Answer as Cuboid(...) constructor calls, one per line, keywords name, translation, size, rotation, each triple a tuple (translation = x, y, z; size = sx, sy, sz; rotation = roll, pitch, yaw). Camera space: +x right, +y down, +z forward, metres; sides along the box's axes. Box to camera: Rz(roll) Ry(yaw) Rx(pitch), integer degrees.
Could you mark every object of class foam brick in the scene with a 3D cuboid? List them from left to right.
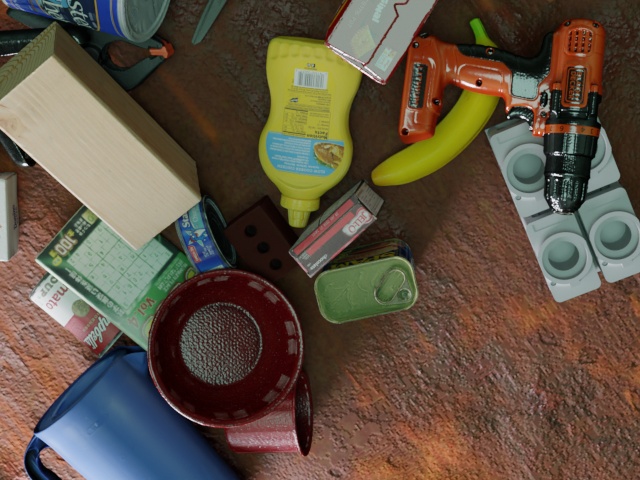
Cuboid(name="foam brick", translation=(-0.057, 0.001, 1.124), size=(0.053, 0.051, 0.078), rotation=(-35, 99, 13))

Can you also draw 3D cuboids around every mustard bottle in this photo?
Cuboid(name="mustard bottle", translation=(-0.013, -0.107, 1.087), size=(0.096, 0.058, 0.192), rotation=(8, 105, 4))

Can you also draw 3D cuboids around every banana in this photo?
Cuboid(name="banana", translation=(0.130, -0.124, 1.084), size=(0.070, 0.037, 0.198), rotation=(38, 104, 17))

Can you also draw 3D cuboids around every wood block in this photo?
Cuboid(name="wood block", translation=(-0.221, -0.100, 1.054), size=(0.091, 0.090, 0.206), rotation=(-37, 122, 12))

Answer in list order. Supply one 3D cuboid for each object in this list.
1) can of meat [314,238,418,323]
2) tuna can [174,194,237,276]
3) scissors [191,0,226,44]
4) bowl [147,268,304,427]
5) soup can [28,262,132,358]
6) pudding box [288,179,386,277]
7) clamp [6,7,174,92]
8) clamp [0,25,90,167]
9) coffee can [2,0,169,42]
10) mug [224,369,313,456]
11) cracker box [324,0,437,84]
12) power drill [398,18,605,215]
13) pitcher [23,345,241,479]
Cuboid(name="can of meat", translation=(0.049, 0.039, 1.107), size=(0.102, 0.084, 0.057), rotation=(-13, 103, 8))
Cuboid(name="tuna can", translation=(-0.118, -0.004, 1.110), size=(0.034, 0.086, 0.086), rotation=(-22, 102, 8))
Cuboid(name="scissors", translation=(-0.062, -0.267, 1.043), size=(0.096, 0.016, 0.202), rotation=(12, 131, -9))
Cuboid(name="bowl", translation=(-0.100, 0.110, 1.106), size=(0.162, 0.055, 0.162), rotation=(0, 89, -13))
Cuboid(name="soup can", translation=(-0.254, 0.068, 1.152), size=(0.102, 0.068, 0.068), rotation=(41, 104, -6))
Cuboid(name="pudding box", translation=(0.019, -0.014, 1.081), size=(0.090, 0.113, 0.039), rotation=(-41, 95, 14))
Cuboid(name="clamp", translation=(-0.240, -0.197, 1.093), size=(0.171, 0.039, 0.120), rotation=(-13, 114, 9))
Cuboid(name="clamp", translation=(-0.352, -0.175, 1.081), size=(0.210, 0.036, 0.165), rotation=(22, 114, -4))
Cuboid(name="coffee can", translation=(-0.226, -0.258, 1.029), size=(0.140, 0.102, 0.103), rotation=(17, 106, 14))
Cuboid(name="mug", translation=(-0.054, 0.196, 1.165), size=(0.081, 0.093, 0.117), rotation=(-4, 141, 11))
Cuboid(name="cracker box", translation=(0.076, -0.238, 0.963), size=(0.072, 0.213, 0.164), rotation=(32, 105, -4))
Cuboid(name="power drill", translation=(0.172, -0.123, 1.019), size=(0.188, 0.057, 0.184), rotation=(6, 89, 12))
Cuboid(name="pitcher", translation=(-0.192, 0.248, 1.164), size=(0.242, 0.144, 0.149), rotation=(49, 135, -11))
